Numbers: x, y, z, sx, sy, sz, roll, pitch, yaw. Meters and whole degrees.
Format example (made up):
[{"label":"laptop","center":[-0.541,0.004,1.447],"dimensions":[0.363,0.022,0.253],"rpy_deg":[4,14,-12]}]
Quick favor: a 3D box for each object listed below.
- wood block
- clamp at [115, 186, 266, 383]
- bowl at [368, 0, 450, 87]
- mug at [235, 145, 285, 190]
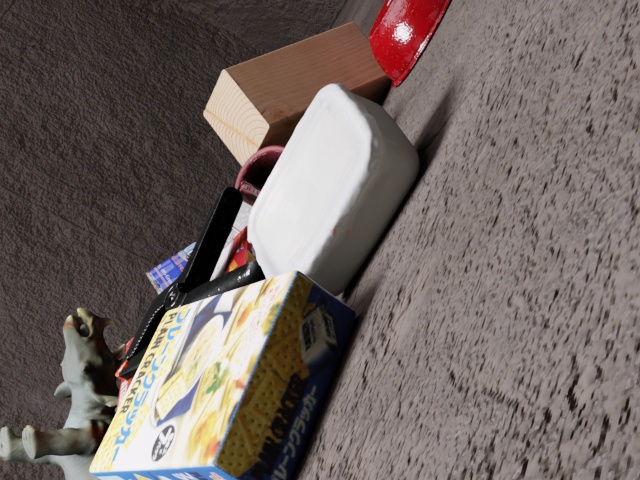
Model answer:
[{"label":"wood block","center":[-0.024,-0.176,1.276],"dimensions":[0.205,0.091,0.090],"rpy_deg":[-28,-16,-35]},{"label":"clamp","center":[-0.121,0.061,1.005],"dimensions":[0.210,0.036,0.165],"rpy_deg":[-54,27,8]},{"label":"bowl","center":[0.101,-0.259,1.225],"dimensions":[0.162,0.055,0.162],"rpy_deg":[-61,8,13]},{"label":"mug","center":[-0.027,-0.053,1.211],"dimensions":[0.117,0.081,0.093],"rpy_deg":[-7,72,32]}]
